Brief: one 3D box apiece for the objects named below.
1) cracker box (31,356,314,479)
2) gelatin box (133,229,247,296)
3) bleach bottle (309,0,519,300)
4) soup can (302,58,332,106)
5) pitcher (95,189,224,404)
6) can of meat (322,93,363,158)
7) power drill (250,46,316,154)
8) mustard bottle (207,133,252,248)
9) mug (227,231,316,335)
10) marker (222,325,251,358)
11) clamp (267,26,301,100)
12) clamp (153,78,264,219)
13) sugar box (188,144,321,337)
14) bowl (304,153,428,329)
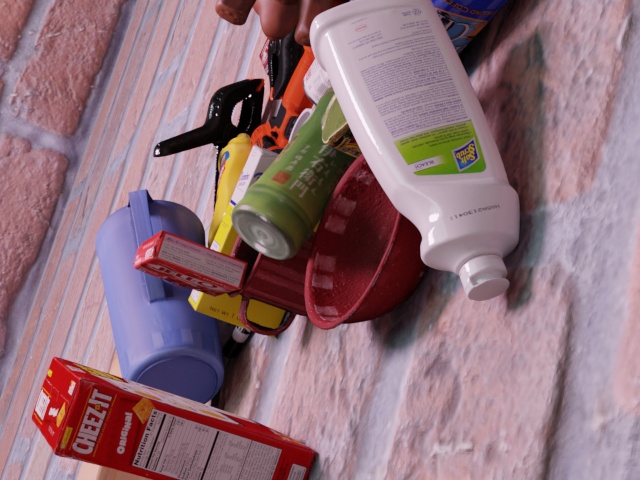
[{"bbox_3d":[-0.135,0.173,0.939,0.164,0.213,0.072,-1,69,69],"label":"cracker box"},{"bbox_3d":[-0.122,0.024,0.994,0.073,0.089,0.030,-20,52,65],"label":"gelatin box"},{"bbox_3d":[0.072,-0.068,0.769,0.068,0.102,0.251,70,-177,-59],"label":"bleach bottle"},{"bbox_3d":[0.034,-0.181,1.071,0.102,0.068,0.068,-53,25,38],"label":"soup can"},{"bbox_3d":[-0.182,0.068,1.208,0.145,0.149,0.243,-45,39,22],"label":"pitcher"},{"bbox_3d":[0.059,-0.102,0.904,0.102,0.083,0.057,-34,39,57],"label":"can of meat"},{"bbox_3d":[-0.022,-0.144,1.192,0.188,0.057,0.184,-62,21,18],"label":"power drill"},{"bbox_3d":[-0.101,-0.064,1.310,0.096,0.058,0.191,103,172,-45],"label":"mustard bottle"},{"bbox_3d":[-0.039,0.035,1.024,0.093,0.081,0.117,-9,61,67],"label":"mug"},{"bbox_3d":[-0.075,0.083,1.161,0.121,0.020,0.020,-58,22,28],"label":"marker"},{"bbox_3d":[-0.038,-0.241,1.290,0.120,0.039,0.171,-114,21,-57],"label":"clamp"},{"bbox_3d":[-0.131,-0.136,1.379,0.036,0.164,0.210,5,63,35],"label":"clamp"},{"bbox_3d":[-0.057,0.001,1.088,0.176,0.093,0.048,-67,20,7],"label":"sugar box"},{"bbox_3d":[0.048,0.003,0.870,0.162,0.055,0.162,-52,26,38],"label":"bowl"}]
